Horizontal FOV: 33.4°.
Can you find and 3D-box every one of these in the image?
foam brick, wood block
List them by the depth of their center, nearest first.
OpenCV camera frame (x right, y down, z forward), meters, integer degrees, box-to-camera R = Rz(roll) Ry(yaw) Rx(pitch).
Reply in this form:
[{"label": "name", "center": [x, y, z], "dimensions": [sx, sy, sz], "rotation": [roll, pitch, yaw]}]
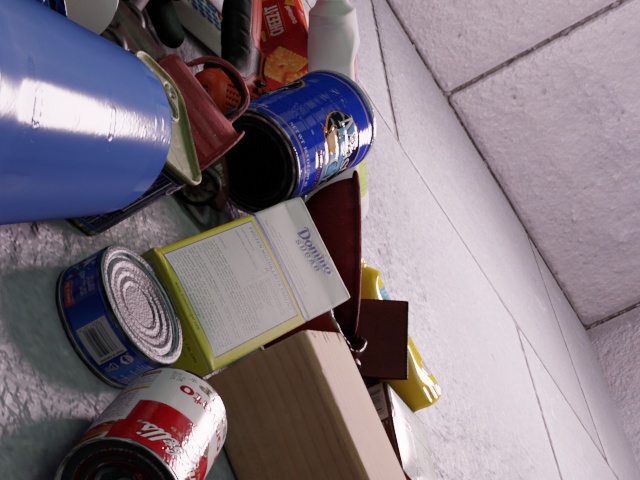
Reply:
[{"label": "wood block", "center": [0.006, 0.176, 0.756], "dimensions": [0.206, 0.090, 0.090], "rotation": [66, 15, 15]}, {"label": "foam brick", "center": [0.059, 0.099, 1.056], "dimensions": [0.053, 0.051, 0.078], "rotation": [106, -14, -80]}]

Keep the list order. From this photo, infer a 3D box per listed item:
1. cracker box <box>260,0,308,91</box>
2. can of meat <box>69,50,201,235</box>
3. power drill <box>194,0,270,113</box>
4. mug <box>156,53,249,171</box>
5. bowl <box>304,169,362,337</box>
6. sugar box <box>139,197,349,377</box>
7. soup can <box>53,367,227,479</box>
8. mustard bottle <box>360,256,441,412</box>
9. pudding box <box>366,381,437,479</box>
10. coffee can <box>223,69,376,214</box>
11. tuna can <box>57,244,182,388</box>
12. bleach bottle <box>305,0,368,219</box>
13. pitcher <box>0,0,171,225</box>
[{"label": "cracker box", "center": [-0.035, -0.220, 1.271], "dimensions": [0.213, 0.072, 0.164], "rotation": [63, 9, -54]}, {"label": "can of meat", "center": [-0.136, -0.064, 0.719], "dimensions": [0.057, 0.084, 0.102], "rotation": [42, 25, -50]}, {"label": "power drill", "center": [-0.061, -0.193, 1.079], "dimensions": [0.184, 0.057, 0.187], "rotation": [18, 77, -63]}, {"label": "mug", "center": [-0.109, -0.094, 0.810], "dimensions": [0.081, 0.117, 0.093], "rotation": [54, -5, -11]}, {"label": "bowl", "center": [0.007, 0.012, 1.030], "dimensions": [0.162, 0.055, 0.162], "rotation": [179, -89, -88]}, {"label": "sugar box", "center": [-0.057, 0.033, 0.781], "dimensions": [0.175, 0.048, 0.093], "rotation": [-22, 85, -56]}, {"label": "soup can", "center": [-0.094, 0.117, 0.577], "dimensions": [0.068, 0.068, 0.102], "rotation": [60, 15, -8]}, {"label": "mustard bottle", "center": [0.061, 0.092, 1.135], "dimensions": [0.191, 0.058, 0.096], "rotation": [63, 8, 4]}, {"label": "pudding box", "center": [0.076, 0.205, 1.030], "dimensions": [0.090, 0.039, 0.113], "rotation": [50, 21, -38]}, {"label": "coffee can", "center": [-0.026, -0.094, 1.001], "dimensions": [0.140, 0.103, 0.103], "rotation": [-35, 97, -50]}, {"label": "tuna can", "center": [-0.123, 0.046, 0.665], "dimensions": [0.086, 0.034, 0.086], "rotation": [54, 17, -26]}, {"label": "bleach bottle", "center": [0.014, -0.149, 1.137], "dimensions": [0.102, 0.068, 0.251], "rotation": [-61, 150, -74]}, {"label": "pitcher", "center": [-0.166, -0.078, 0.552], "dimensions": [0.145, 0.149, 0.242], "rotation": [52, 11, 7]}]
